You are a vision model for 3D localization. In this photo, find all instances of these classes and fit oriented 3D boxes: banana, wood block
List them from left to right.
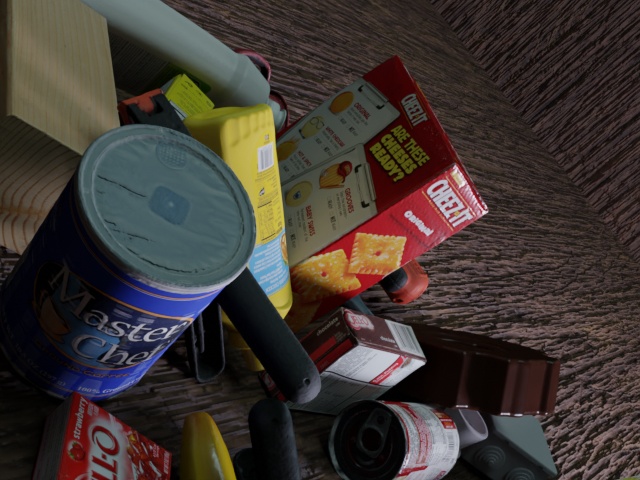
[{"bbox_3d":[-0.203,-0.095,0.736,0.090,0.090,0.206,33,26,-37],"label":"wood block"},{"bbox_3d":[-0.049,0.180,0.597,0.037,0.070,0.198,2,29,-21],"label":"banana"}]

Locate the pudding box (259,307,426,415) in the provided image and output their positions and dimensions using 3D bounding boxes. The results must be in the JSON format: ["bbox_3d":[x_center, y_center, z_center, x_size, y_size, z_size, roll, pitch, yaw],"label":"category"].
[{"bbox_3d":[0.020,0.099,0.846,0.113,0.090,0.039,22,35,-52],"label":"pudding box"}]

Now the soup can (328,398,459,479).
[{"bbox_3d":[0.061,0.162,0.850,0.102,0.069,0.068,16,38,-57],"label":"soup can"}]

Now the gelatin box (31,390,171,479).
[{"bbox_3d":[-0.118,0.135,0.580,0.073,0.030,0.089,39,22,-25],"label":"gelatin box"}]

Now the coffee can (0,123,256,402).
[{"bbox_3d":[-0.113,0.017,0.603,0.102,0.141,0.103,20,48,-24],"label":"coffee can"}]

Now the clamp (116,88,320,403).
[{"bbox_3d":[-0.071,0.008,0.669,0.165,0.036,0.210,7,-61,58],"label":"clamp"}]

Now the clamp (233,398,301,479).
[{"bbox_3d":[-0.021,0.186,0.636,0.120,0.039,0.171,110,-31,-73],"label":"clamp"}]

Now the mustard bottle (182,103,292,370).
[{"bbox_3d":[-0.056,0.001,0.771,0.096,0.058,0.191,-41,125,-70],"label":"mustard bottle"}]

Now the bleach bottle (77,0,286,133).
[{"bbox_3d":[-0.142,-0.154,0.894,0.250,0.103,0.068,29,59,-25],"label":"bleach bottle"}]

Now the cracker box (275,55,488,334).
[{"bbox_3d":[0.011,-0.033,0.884,0.072,0.214,0.164,48,16,-40],"label":"cracker box"}]
